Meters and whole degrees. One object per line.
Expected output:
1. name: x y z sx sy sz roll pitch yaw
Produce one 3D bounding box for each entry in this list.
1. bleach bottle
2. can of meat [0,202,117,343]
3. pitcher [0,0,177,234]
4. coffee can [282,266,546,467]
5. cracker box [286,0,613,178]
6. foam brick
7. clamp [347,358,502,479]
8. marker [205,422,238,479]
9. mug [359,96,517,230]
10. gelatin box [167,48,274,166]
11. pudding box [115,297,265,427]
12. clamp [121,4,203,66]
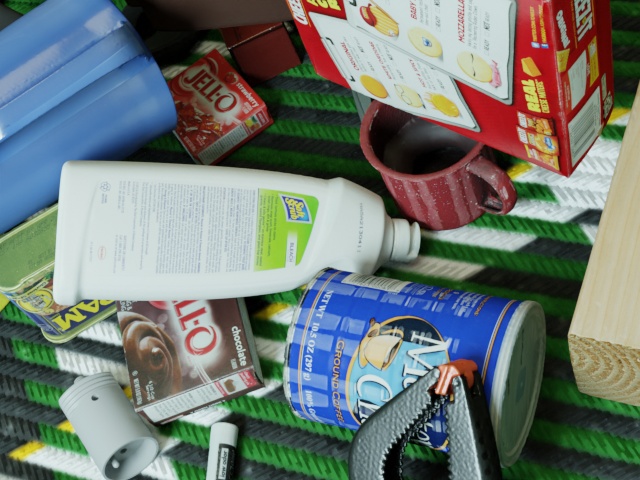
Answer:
1. bleach bottle: -0.055 0.001 0.747 0.250 0.068 0.102 4 91 -11
2. can of meat: -0.190 0.020 0.813 0.102 0.084 0.057 -31 55 -1
3. pitcher: -0.231 -0.074 0.763 0.242 0.149 0.145 -38 58 -19
4. coffee can: 0.061 0.078 0.678 0.140 0.102 0.102 9 63 24
5. cracker box: 0.075 -0.146 0.671 0.214 0.164 0.072 28 70 31
6. foam brick: -0.058 -0.181 0.910 0.053 0.051 0.078 -25 55 5
7. clamp: 0.057 0.171 0.611 0.165 0.036 0.210 30 107 26
8. marker: -0.070 0.181 0.711 0.020 0.020 0.121 -5 58 16
9. mug: 0.092 -0.055 0.761 0.117 0.081 0.093 31 74 32
10. gelatin box: -0.093 -0.111 0.891 0.073 0.030 0.089 -36 55 -4
11. pudding box: -0.096 0.069 0.777 0.090 0.039 0.113 -22 56 4
12. clamp: -0.133 -0.223 0.970 0.120 0.039 0.171 34 73 33
